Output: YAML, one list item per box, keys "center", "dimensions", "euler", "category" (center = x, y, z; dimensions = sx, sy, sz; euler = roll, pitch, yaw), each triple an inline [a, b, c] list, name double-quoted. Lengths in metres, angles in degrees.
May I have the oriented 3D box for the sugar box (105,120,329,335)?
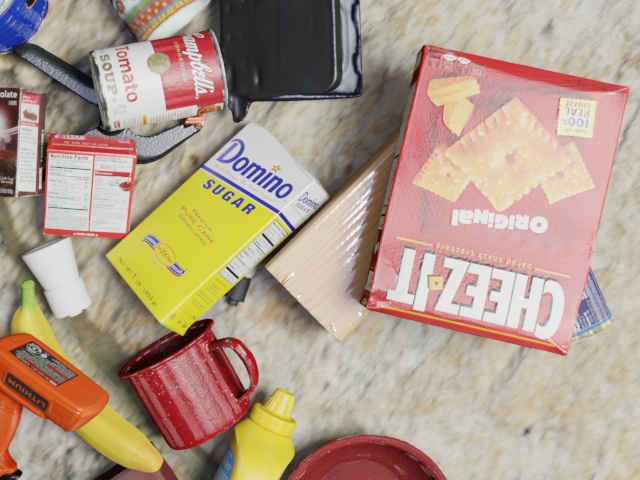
- center: [-0.088, -0.012, 0.911]
  dimensions: [0.176, 0.048, 0.093]
  euler: [-45, 60, 0]
  category: "sugar box"

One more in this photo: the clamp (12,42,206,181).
- center: [-0.187, -0.097, 0.922]
  dimensions: [0.171, 0.039, 0.120]
  euler: [10, 100, -5]
  category: "clamp"

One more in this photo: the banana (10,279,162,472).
- center: [-0.209, 0.128, 0.912]
  dimensions: [0.037, 0.070, 0.198]
  euler: [-35, 80, -35]
  category: "banana"

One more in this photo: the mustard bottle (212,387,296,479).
- center: [-0.070, 0.217, 0.918]
  dimensions: [0.058, 0.096, 0.191]
  euler: [24, 90, -6]
  category: "mustard bottle"

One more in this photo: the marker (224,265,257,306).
- center: [-0.056, 0.001, 0.947]
  dimensions: [0.020, 0.020, 0.121]
  euler: [22, 91, -6]
  category: "marker"

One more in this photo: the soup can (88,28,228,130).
- center: [-0.133, -0.132, 0.877]
  dimensions: [0.102, 0.068, 0.068]
  euler: [-12, 94, -12]
  category: "soup can"

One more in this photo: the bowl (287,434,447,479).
- center: [0.038, 0.246, 0.950]
  dimensions: [0.162, 0.055, 0.162]
  euler: [0, 93, -5]
  category: "bowl"

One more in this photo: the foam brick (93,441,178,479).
- center: [-0.166, 0.222, 0.933]
  dimensions: [0.078, 0.053, 0.051]
  euler: [-34, 95, -1]
  category: "foam brick"

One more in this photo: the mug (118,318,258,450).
- center: [-0.103, 0.121, 0.910]
  dimensions: [0.117, 0.093, 0.081]
  euler: [-24, 101, 24]
  category: "mug"

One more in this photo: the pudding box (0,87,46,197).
- center: [-0.285, -0.082, 0.892]
  dimensions: [0.114, 0.039, 0.090]
  euler: [4, 94, 22]
  category: "pudding box"

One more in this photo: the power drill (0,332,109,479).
- center: [-0.252, 0.186, 0.885]
  dimensions: [0.184, 0.057, 0.188]
  euler: [35, 107, 7]
  category: "power drill"

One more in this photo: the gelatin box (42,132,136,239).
- center: [-0.196, -0.046, 0.904]
  dimensions: [0.073, 0.030, 0.089]
  euler: [3, 125, -14]
  category: "gelatin box"

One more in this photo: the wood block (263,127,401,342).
- center: [0.056, -0.019, 0.921]
  dimensions: [0.206, 0.090, 0.091]
  euler: [-44, 95, -1]
  category: "wood block"

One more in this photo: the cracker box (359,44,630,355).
- center: [0.134, -0.032, 0.839]
  dimensions: [0.164, 0.072, 0.214]
  euler: [13, 90, 1]
  category: "cracker box"
